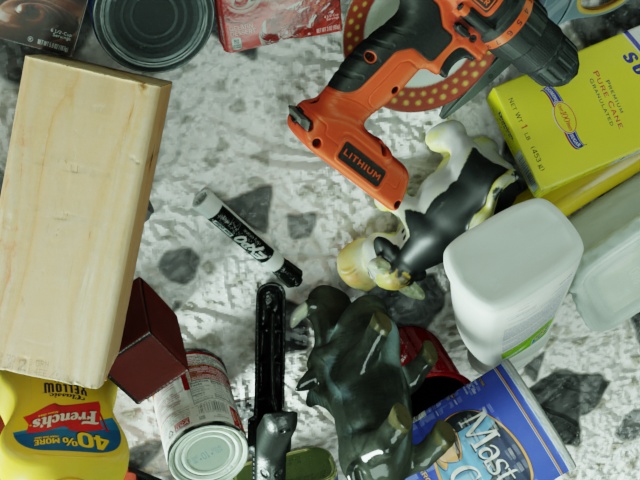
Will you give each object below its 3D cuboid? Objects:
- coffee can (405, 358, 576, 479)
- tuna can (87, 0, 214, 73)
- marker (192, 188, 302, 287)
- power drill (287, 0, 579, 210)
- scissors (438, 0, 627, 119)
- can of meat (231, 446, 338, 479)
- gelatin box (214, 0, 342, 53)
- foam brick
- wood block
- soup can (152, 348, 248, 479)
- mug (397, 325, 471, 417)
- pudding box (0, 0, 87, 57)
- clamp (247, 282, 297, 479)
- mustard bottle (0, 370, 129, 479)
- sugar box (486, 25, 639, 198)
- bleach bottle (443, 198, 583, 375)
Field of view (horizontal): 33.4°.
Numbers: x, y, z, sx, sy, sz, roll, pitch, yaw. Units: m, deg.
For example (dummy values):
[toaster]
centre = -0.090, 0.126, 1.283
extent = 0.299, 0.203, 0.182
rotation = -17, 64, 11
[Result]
[coffee can]
centre = 0.121, 0.176, 0.870
extent = 0.140, 0.103, 0.102
rotation = -32, 124, 3
[tuna can]
centre = -0.117, -0.160, 0.738
extent = 0.086, 0.034, 0.086
rotation = -8, 122, -13
[marker]
centre = -0.056, 0.001, 0.862
extent = 0.020, 0.020, 0.121
rotation = -42, 122, 10
[power drill]
centre = 0.080, -0.117, 0.777
extent = 0.184, 0.057, 0.188
rotation = 34, 97, -26
[scissors]
centre = 0.162, -0.181, 0.822
extent = 0.202, 0.016, 0.096
rotation = -30, 122, 2
[can of meat]
centre = -0.030, 0.246, 0.994
extent = 0.102, 0.057, 0.084
rotation = -12, 121, -9
[gelatin box]
centre = -0.032, -0.178, 0.755
extent = 0.089, 0.030, 0.073
rotation = -13, 123, -10
[foam brick]
centre = -0.144, 0.079, 0.847
extent = 0.053, 0.078, 0.051
rotation = -35, 124, 7
[wood block]
centre = -0.168, -0.016, 0.733
extent = 0.090, 0.091, 0.206
rotation = 12, 100, -5
[soup can]
centre = -0.101, 0.146, 0.885
extent = 0.068, 0.102, 0.068
rotation = -8, 122, -13
[mug]
centre = 0.078, 0.121, 0.936
extent = 0.093, 0.081, 0.117
rotation = -28, 124, 1
[pudding box]
centre = -0.206, -0.180, 0.696
extent = 0.113, 0.039, 0.090
rotation = 12, 115, -23
[clamp]
centre = -0.041, 0.162, 0.873
extent = 0.036, 0.164, 0.210
rotation = 1, 118, -6
[mustard bottle]
centre = -0.195, 0.153, 0.806
extent = 0.096, 0.192, 0.058
rotation = 8, 117, -21
[sugar box]
centre = 0.231, -0.110, 0.842
extent = 0.176, 0.048, 0.093
rotation = -24, 84, 0
[bleach bottle]
centre = 0.150, 0.061, 0.880
extent = 0.102, 0.068, 0.251
rotation = -30, 155, -10
